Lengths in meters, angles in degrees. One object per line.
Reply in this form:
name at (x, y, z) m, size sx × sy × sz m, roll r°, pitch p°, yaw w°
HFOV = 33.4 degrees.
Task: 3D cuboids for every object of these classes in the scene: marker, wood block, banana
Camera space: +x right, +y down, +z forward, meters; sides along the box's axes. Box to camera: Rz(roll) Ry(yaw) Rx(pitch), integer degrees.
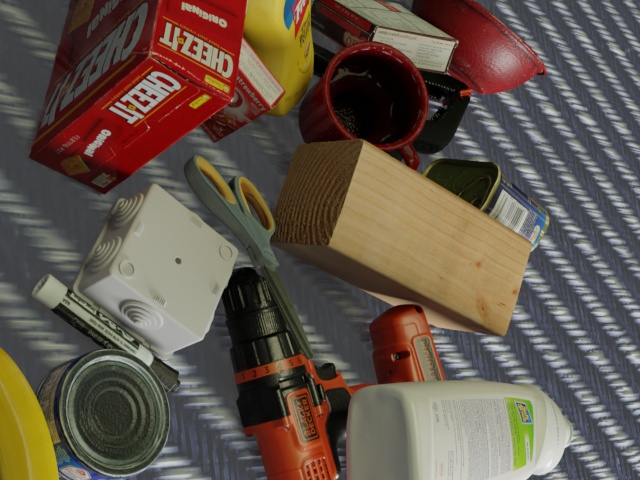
marker at (-0.142, 0.066, 0.720) m, size 0.121 × 0.020 × 0.020 m, roll 41°, pitch 48°, yaw -24°
wood block at (0.069, 0.001, 0.890) m, size 0.205 × 0.091 × 0.090 m, roll 27°, pitch 76°, yaw -34°
banana at (-0.185, 0.148, 0.626) m, size 0.069 × 0.037 × 0.198 m, roll 15°, pitch 62°, yaw -40°

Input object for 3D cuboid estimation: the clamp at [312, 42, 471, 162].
clamp at (0.073, -0.110, 1.000) m, size 0.209 × 0.036 × 0.164 m, roll -10°, pitch 81°, yaw -43°

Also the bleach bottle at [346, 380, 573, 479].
bleach bottle at (0.124, 0.161, 0.837) m, size 0.250 × 0.068 × 0.102 m, roll 9°, pitch 76°, yaw -47°

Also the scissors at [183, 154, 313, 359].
scissors at (-0.055, 0.001, 0.765) m, size 0.096 × 0.016 × 0.202 m, roll 38°, pitch 18°, yaw -29°

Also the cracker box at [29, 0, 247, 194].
cracker box at (-0.119, -0.162, 0.739) m, size 0.072 × 0.164 × 0.213 m, roll 25°, pitch 55°, yaw -31°

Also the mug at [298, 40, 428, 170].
mug at (0.039, -0.099, 0.893) m, size 0.093 × 0.082 × 0.117 m, roll -42°, pitch 95°, yaw -23°

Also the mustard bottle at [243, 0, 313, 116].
mustard bottle at (-0.035, -0.195, 0.831) m, size 0.058 × 0.192 × 0.096 m, roll 12°, pitch 52°, yaw 9°

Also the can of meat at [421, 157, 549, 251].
can of meat at (0.149, -0.029, 0.992) m, size 0.083 × 0.102 × 0.057 m, roll 35°, pitch 77°, yaw -32°

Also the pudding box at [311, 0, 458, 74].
pudding box at (0.057, -0.192, 0.984) m, size 0.113 × 0.039 × 0.090 m, roll -2°, pitch 33°, yaw -41°

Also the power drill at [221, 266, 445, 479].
power drill at (0.012, 0.101, 0.831) m, size 0.187 × 0.057 × 0.184 m, roll -10°, pitch 83°, yaw -44°

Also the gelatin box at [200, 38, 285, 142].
gelatin box at (-0.082, -0.128, 0.827) m, size 0.089 × 0.073 × 0.030 m, roll 50°, pitch 45°, yaw -16°

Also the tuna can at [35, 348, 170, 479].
tuna can at (-0.140, 0.114, 0.689) m, size 0.086 × 0.034 × 0.086 m, roll 20°, pitch 58°, yaw -38°

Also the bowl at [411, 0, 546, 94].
bowl at (0.144, -0.194, 1.060) m, size 0.162 × 0.055 × 0.162 m, roll 38°, pitch 5°, yaw -4°
